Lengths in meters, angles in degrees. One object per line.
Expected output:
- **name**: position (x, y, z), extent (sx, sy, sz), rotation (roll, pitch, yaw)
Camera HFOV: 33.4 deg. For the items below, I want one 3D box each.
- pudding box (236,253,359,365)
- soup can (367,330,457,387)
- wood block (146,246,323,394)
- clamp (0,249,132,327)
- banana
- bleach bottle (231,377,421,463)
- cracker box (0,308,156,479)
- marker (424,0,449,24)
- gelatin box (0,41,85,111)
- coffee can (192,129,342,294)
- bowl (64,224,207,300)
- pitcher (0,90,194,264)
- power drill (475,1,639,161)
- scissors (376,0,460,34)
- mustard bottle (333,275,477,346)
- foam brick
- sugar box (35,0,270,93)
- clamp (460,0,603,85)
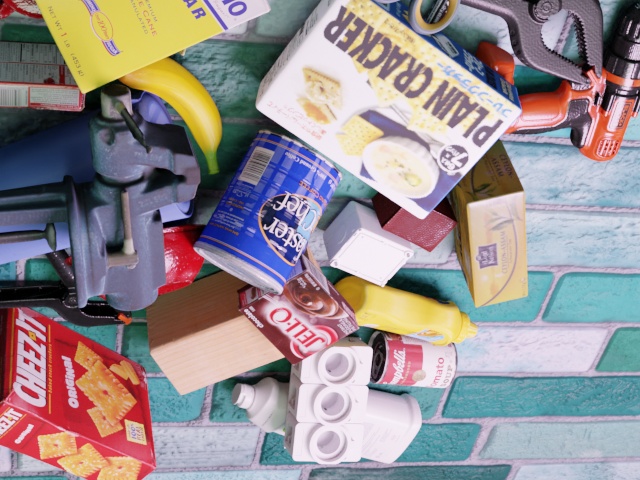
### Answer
- **pudding box**: position (-0.024, 0.077, 1.174), extent (0.090, 0.039, 0.113), rotation (-31, 124, 13)
- **soup can**: position (0.118, 0.155, 1.381), extent (0.102, 0.068, 0.069), rotation (7, 129, -19)
- **wood block**: position (-0.093, 0.091, 1.260), extent (0.206, 0.091, 0.090), rotation (-21, 132, 7)
- **clamp**: position (-0.283, 0.049, 1.214), extent (0.171, 0.039, 0.120), rotation (17, 129, -34)
- **banana**: position (-0.140, -0.139, 1.044), extent (0.037, 0.069, 0.197), rotation (-18, 150, 16)
- **bleach bottle**: position (0.004, 0.228, 1.427), extent (0.250, 0.068, 0.103), rotation (18, 122, -23)
- **cracker box**: position (-0.296, 0.182, 1.246), extent (0.072, 0.164, 0.213), rotation (-40, 128, 20)
- **marker**: position (0.123, -0.235, 1.063), extent (0.020, 0.020, 0.121), rotation (13, 127, -23)
- **gelatin box**: position (-0.269, -0.155, 1.009), extent (0.089, 0.073, 0.030), rotation (1, 132, -15)
- **coffee can**: position (-0.054, -0.029, 1.106), extent (0.102, 0.103, 0.140), rotation (35, 78, -35)
- **bowl**: position (-0.188, 0.029, 1.145), extent (0.162, 0.055, 0.162), rotation (-14, 173, -2)
- **pitcher**: position (-0.254, -0.048, 1.079), extent (0.243, 0.145, 0.149), rotation (-17, 101, 8)
- **power drill**: position (0.255, -0.167, 1.128), extent (0.187, 0.057, 0.184), rotation (0, 125, -12)
- **scissors**: position (0.138, -0.267, 0.981), extent (0.201, 0.016, 0.096), rotation (-32, 106, -1)
- **mustard bottle**: position (0.112, 0.092, 1.312), extent (0.191, 0.058, 0.096), rotation (16, 167, -26)
- **foam brick**: position (0.108, -0.033, 1.220), extent (0.078, 0.051, 0.053), rotation (26, 121, -31)
- **sugar box**: position (-0.140, -0.202, 0.897), extent (0.176, 0.048, 0.093), rotation (-24, 114, -1)
- **clamp**: position (0.202, -0.228, 1.035), extent (0.164, 0.036, 0.210), rotation (-31, 115, 7)
